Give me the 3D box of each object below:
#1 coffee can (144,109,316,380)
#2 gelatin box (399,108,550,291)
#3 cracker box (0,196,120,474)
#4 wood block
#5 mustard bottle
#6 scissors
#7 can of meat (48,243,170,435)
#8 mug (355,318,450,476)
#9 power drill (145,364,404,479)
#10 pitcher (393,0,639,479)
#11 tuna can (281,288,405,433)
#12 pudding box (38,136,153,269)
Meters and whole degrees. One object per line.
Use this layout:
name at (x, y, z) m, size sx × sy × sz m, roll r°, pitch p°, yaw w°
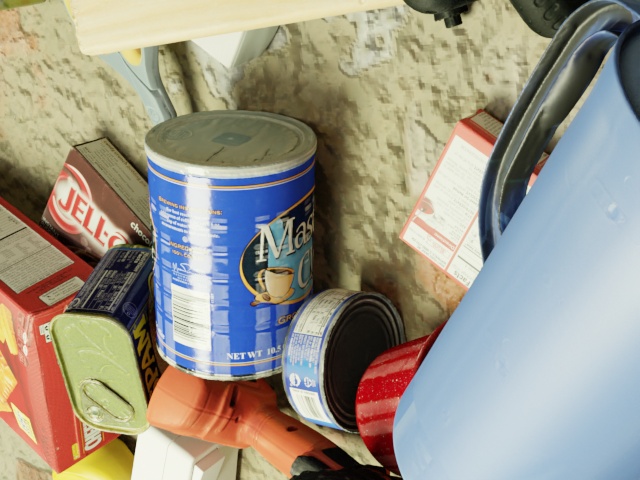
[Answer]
coffee can at (-0.054, 0.001, 0.664) m, size 0.103 × 0.102 × 0.140 m, roll 18°, pitch 120°, yaw 32°
gelatin box at (0.093, -0.016, 0.589) m, size 0.073 × 0.030 × 0.089 m, roll 38°, pitch 129°, yaw 18°
cracker box at (-0.250, 0.056, 0.835) m, size 0.214 × 0.072 × 0.164 m, roll 32°, pitch 136°, yaw 32°
wood block at (-0.019, -0.153, 0.530) m, size 0.206 × 0.090 × 0.090 m, roll -4°, pitch 105°, yaw 24°
mustard bottle at (-0.175, 0.225, 0.891) m, size 0.096 × 0.058 × 0.191 m, roll -12°, pitch 101°, yaw 46°
scissors at (-0.119, -0.097, 0.706) m, size 0.096 × 0.016 × 0.202 m, roll 26°, pitch 143°, yaw 40°
can of meat at (-0.132, 0.065, 0.720) m, size 0.057 × 0.083 × 0.102 m, roll 4°, pitch 126°, yaw 15°
mug at (0.083, 0.097, 0.612) m, size 0.117 × 0.093 × 0.082 m, roll 20°, pitch 159°, yaw -21°
power drill at (-0.020, 0.137, 0.664) m, size 0.188 × 0.184 × 0.057 m, roll 28°, pitch 88°, yaw 34°
pitcher at (0.120, 0.027, 0.459) m, size 0.145 × 0.149 × 0.243 m, roll 29°, pitch 133°, yaw 0°
tuna can at (0.015, 0.072, 0.652) m, size 0.034 × 0.085 × 0.086 m, roll 5°, pitch 113°, yaw 38°
pudding box at (-0.150, -0.005, 0.780) m, size 0.113 × 0.039 × 0.090 m, roll 45°, pitch 130°, yaw 14°
